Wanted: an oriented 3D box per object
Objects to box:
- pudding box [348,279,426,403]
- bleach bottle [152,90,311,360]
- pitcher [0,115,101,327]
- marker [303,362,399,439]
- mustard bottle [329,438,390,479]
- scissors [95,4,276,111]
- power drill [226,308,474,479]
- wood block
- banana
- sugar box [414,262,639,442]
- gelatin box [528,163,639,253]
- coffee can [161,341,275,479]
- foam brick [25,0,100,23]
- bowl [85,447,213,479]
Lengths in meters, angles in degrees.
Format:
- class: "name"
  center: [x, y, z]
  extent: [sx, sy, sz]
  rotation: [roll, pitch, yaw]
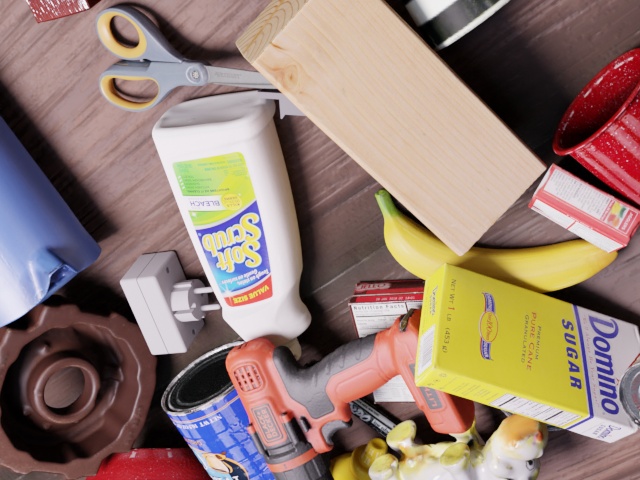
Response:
- class: "pudding box"
  center: [0.081, 0.088, 0.927]
  extent: [0.090, 0.039, 0.113]
  rotation: [-3, 118, 22]
- class: "bleach bottle"
  center: [-0.056, 0.001, 0.907]
  extent: [0.103, 0.068, 0.251]
  rotation: [-5, 122, 22]
- class: "pitcher"
  center: [-0.316, -0.049, 0.936]
  extent: [0.149, 0.145, 0.243]
  rotation: [-26, 106, 16]
- class: "marker"
  center: [0.033, 0.153, 0.996]
  extent: [0.121, 0.020, 0.020]
  rotation: [36, 126, -5]
- class: "mustard bottle"
  center: [0.034, 0.264, 1.038]
  extent: [0.096, 0.058, 0.192]
  rotation: [36, 129, 28]
- class: "scissors"
  center: [-0.106, -0.148, 0.831]
  extent: [0.202, 0.016, 0.096]
  rotation: [-6, 112, 37]
- class: "power drill"
  center: [0.030, 0.149, 0.897]
  extent: [0.188, 0.057, 0.184]
  rotation: [-22, 99, 21]
- class: "wood block"
  center: [0.049, -0.096, 0.752]
  extent: [0.206, 0.090, 0.091]
  rotation: [41, 97, -21]
- class: "banana"
  center: [0.134, 0.013, 0.860]
  extent: [0.198, 0.037, 0.070]
  rotation: [12, 125, 12]
- class: "sugar box"
  center: [0.164, 0.088, 0.832]
  extent: [0.176, 0.093, 0.048]
  rotation: [16, 151, -11]
- class: "gelatin box"
  center: [0.193, -0.023, 0.783]
  extent: [0.073, 0.089, 0.030]
  rotation: [30, 91, 9]
- class: "coffee can"
  center: [-0.069, 0.180, 0.999]
  extent: [0.103, 0.102, 0.140]
  rotation: [-19, 113, 28]
- class: "foam brick"
  center: [-0.204, -0.216, 0.826]
  extent: [0.051, 0.053, 0.078]
  rotation: [-11, 116, 25]
- class: "bowl"
  center: [-0.165, 0.235, 1.066]
  extent: [0.162, 0.162, 0.055]
  rotation: [-5, 79, 22]
